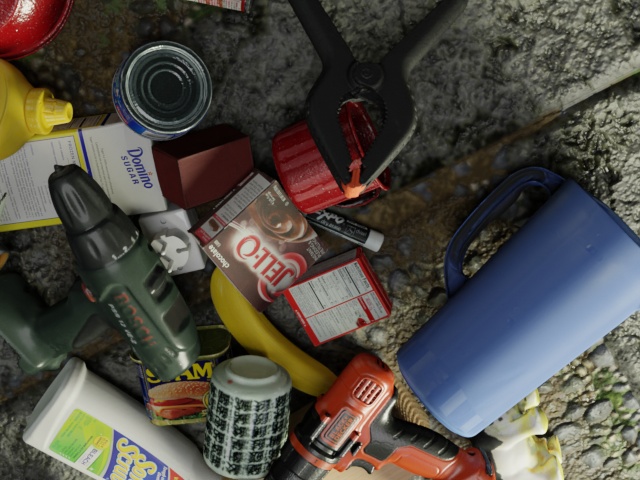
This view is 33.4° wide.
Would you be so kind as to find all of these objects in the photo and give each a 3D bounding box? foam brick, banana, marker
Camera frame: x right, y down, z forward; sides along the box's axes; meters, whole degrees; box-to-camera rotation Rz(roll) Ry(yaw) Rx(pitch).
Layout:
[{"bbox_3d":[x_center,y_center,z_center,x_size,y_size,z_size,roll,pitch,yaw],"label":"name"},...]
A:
[{"bbox_3d":[-0.105,-0.067,0.975,0.078,0.053,0.051,-21,119,-27],"label":"foam brick"},{"bbox_3d":[-0.053,0.091,1.064,0.070,0.037,0.197,-22,110,42],"label":"banana"},{"bbox_3d":[0.004,-0.021,1.031,0.121,0.020,0.020,23,114,-9],"label":"marker"}]

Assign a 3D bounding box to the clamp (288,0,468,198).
[{"bbox_3d":[0.028,-0.141,0.907,0.164,0.036,0.210,13,74,1],"label":"clamp"}]

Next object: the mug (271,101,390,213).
[{"bbox_3d":[0.013,-0.069,0.976,0.082,0.093,0.117,-21,141,16],"label":"mug"}]

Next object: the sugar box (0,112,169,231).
[{"bbox_3d":[-0.236,-0.066,1.003,0.176,0.048,0.093,-7,115,2],"label":"sugar box"}]

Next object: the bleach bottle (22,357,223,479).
[{"bbox_3d":[-0.181,0.228,1.133,0.250,0.068,0.103,32,114,-15],"label":"bleach bottle"}]

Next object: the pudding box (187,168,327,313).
[{"bbox_3d":[-0.056,0.001,0.985,0.090,0.039,0.113,-44,132,-7],"label":"pudding box"}]

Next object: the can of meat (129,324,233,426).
[{"bbox_3d":[-0.136,0.138,1.091,0.102,0.057,0.084,-5,118,4],"label":"can of meat"}]

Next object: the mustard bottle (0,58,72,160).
[{"bbox_3d":[-0.315,-0.117,0.950,0.192,0.058,0.096,3,78,9],"label":"mustard bottle"}]

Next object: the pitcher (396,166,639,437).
[{"bbox_3d":[0.184,0.059,0.990,0.243,0.149,0.145,-43,116,11],"label":"pitcher"}]

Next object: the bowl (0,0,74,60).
[{"bbox_3d":[-0.297,-0.227,0.922,0.162,0.055,0.162,1,115,2],"label":"bowl"}]

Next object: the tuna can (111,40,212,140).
[{"bbox_3d":[-0.140,-0.133,0.949,0.086,0.034,0.086,1,86,-21],"label":"tuna can"}]

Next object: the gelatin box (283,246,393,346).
[{"bbox_3d":[0.017,0.055,1.060,0.089,0.030,0.073,-24,113,16],"label":"gelatin box"}]

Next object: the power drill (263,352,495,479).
[{"bbox_3d":[0.056,0.221,1.017,0.187,0.057,0.184,33,104,-15],"label":"power drill"}]
